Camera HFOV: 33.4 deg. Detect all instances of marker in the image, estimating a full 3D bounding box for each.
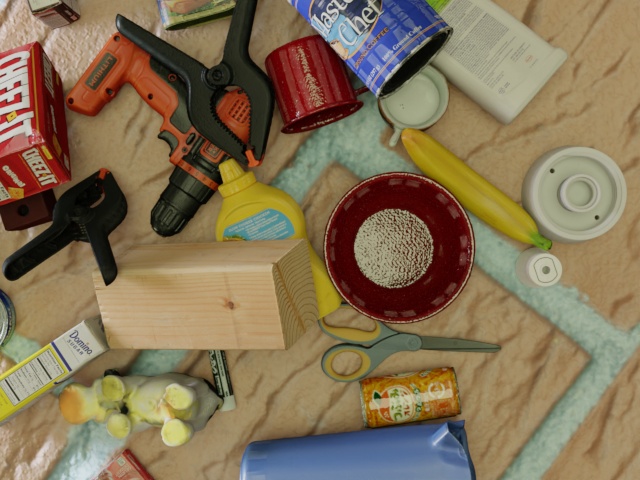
[{"bbox_3d":[-0.114,0.128,1.177,0.020,0.020,0.121,-12,91,2],"label":"marker"}]

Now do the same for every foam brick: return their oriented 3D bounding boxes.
[{"bbox_3d":[-0.324,-0.053,1.165,0.053,0.051,0.078,-19,90,2],"label":"foam brick"}]

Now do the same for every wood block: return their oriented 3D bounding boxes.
[{"bbox_3d":[-0.118,0.056,1.098,0.206,0.090,0.091,-2,108,24],"label":"wood block"}]

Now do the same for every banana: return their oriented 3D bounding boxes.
[{"bbox_3d":[0.163,-0.057,1.138,0.198,0.070,0.037,36,80,-5],"label":"banana"}]

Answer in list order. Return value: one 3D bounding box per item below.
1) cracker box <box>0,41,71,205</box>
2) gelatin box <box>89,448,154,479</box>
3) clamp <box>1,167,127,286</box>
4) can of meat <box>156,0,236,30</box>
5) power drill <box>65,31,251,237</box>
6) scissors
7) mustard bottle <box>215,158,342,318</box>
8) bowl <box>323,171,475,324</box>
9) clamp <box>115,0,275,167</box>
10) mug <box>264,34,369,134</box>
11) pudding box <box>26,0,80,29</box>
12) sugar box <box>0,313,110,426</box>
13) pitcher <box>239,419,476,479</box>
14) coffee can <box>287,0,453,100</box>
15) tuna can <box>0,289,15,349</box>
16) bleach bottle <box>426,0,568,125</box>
[{"bbox_3d":[-0.378,-0.106,1.117,0.214,0.072,0.164,-19,51,3],"label":"cracker box"},{"bbox_3d":[-0.224,0.286,1.178,0.089,0.030,0.073,-40,90,2],"label":"gelatin box"},{"bbox_3d":[-0.241,-0.012,1.113,0.120,0.039,0.171,13,47,14],"label":"clamp"},{"bbox_3d":[-0.132,-0.279,1.153,0.102,0.057,0.084,-14,93,3],"label":"can of meat"},{"bbox_3d":[-0.179,-0.121,1.158,0.187,0.057,0.184,35,88,-2],"label":"power drill"},{"bbox_3d":[0.088,0.128,1.172,0.202,0.016,0.096,19,93,2],"label":"scissors"},{"bbox_3d":[-0.057,0.001,1.138,0.096,0.058,0.191,-24,100,17],"label":"mustard bottle"},{"bbox_3d":[0.082,0.008,1.147,0.162,0.055,0.162,0,89,-3],"label":"bowl"},{"bbox_3d":[-0.097,-0.180,1.108,0.165,0.036,0.210,-28,91,9],"label":"clamp"},{"bbox_3d":[0.001,-0.171,1.135,0.117,0.093,0.081,-18,86,1],"label":"mug"},{"bbox_3d":[-0.301,-0.291,1.142,0.039,0.090,0.113,-21,91,1],"label":"pudding box"},{"bbox_3d":[-0.304,0.145,1.148,0.176,0.093,0.048,-37,90,1],"label":"sugar box"},{"bbox_3d":[0.043,0.270,1.129,0.243,0.145,0.149,-4,79,6],"label":"pitcher"},{"bbox_3d":[0.049,-0.227,1.076,0.103,0.103,0.140,-42,83,2],"label":"coffee can"},{"bbox_3d":[-0.382,0.088,1.179,0.086,0.034,0.086,0,91,2],"label":"tuna can"},{"bbox_3d":[0.137,-0.239,1.143,0.251,0.068,0.102,41,88,4],"label":"bleach bottle"}]
